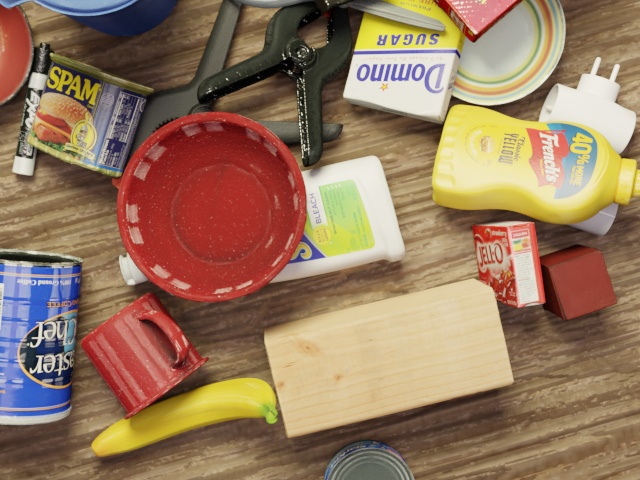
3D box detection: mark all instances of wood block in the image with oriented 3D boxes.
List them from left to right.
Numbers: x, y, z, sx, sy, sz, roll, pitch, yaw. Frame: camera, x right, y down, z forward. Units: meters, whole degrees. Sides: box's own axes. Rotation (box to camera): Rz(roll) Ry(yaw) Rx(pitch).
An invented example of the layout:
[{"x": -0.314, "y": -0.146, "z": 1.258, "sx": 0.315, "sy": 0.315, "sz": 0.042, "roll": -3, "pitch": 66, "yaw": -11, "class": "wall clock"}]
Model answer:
[{"x": 0.059, "y": 0.105, "z": 0.972, "sx": 0.206, "sy": 0.091, "sz": 0.090, "roll": -14, "pitch": 95, "yaw": -2, "class": "wood block"}]

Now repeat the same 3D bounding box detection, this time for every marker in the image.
[{"x": -0.261, "y": -0.120, "z": 0.973, "sx": 0.020, "sy": 0.020, "sz": 0.121, "roll": 11, "pitch": 94, "yaw": -4, "class": "marker"}]

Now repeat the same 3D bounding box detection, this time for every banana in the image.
[{"x": -0.116, "y": 0.157, "z": 0.972, "sx": 0.198, "sy": 0.069, "sz": 0.037, "roll": -17, "pitch": 94, "yaw": 24, "class": "banana"}]

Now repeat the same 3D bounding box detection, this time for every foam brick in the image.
[{"x": 0.232, "y": 0.037, "z": 0.983, "sx": 0.051, "sy": 0.078, "sz": 0.053, "roll": -18, "pitch": 95, "yaw": 0, "class": "foam brick"}]

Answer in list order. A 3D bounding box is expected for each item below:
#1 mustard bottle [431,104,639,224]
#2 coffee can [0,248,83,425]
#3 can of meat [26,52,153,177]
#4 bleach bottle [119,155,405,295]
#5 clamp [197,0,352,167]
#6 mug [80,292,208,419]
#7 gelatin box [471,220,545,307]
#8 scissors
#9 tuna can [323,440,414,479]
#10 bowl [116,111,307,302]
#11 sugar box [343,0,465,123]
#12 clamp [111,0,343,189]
[{"x": 0.201, "y": -0.063, "z": 0.950, "sx": 0.192, "sy": 0.058, "sz": 0.096, "roll": 11, "pitch": 61, "yaw": 13, "class": "mustard bottle"}, {"x": -0.268, "y": 0.083, "z": 0.947, "sx": 0.102, "sy": 0.103, "sz": 0.140, "roll": 5, "pitch": 94, "yaw": -4, "class": "coffee can"}, {"x": -0.205, "y": -0.110, "z": 0.942, "sx": 0.102, "sy": 0.057, "sz": 0.084, "roll": 24, "pitch": 98, "yaw": 35, "class": "can of meat"}, {"x": -0.056, "y": 0.001, "z": 0.973, "sx": 0.251, "sy": 0.068, "sz": 0.102, "roll": -16, "pitch": 93, "yaw": 0, "class": "bleach bottle"}, {"x": -0.015, "y": -0.149, "z": 0.945, "sx": 0.120, "sy": 0.039, "sz": 0.171, "roll": 41, "pitch": 69, "yaw": -7, "class": "clamp"}, {"x": -0.155, "y": 0.097, "z": 0.952, "sx": 0.093, "sy": 0.117, "sz": 0.081, "roll": -36, "pitch": 91, "yaw": -36, "class": "mug"}, {"x": 0.169, "y": 0.020, "z": 0.972, "sx": 0.030, "sy": 0.089, "sz": 0.073, "roll": -9, "pitch": 94, "yaw": -12, "class": "gelatin box"}, {"x": 0.013, "y": -0.234, "z": 0.952, "sx": 0.202, "sy": 0.016, "sz": 0.096, "roll": 6, "pitch": 62, "yaw": 2, "class": "scissors"}, {"x": 0.046, "y": 0.234, "z": 1.009, "sx": 0.086, "sy": 0.034, "sz": 0.086, "roll": 0, "pitch": 94, "yaw": -3, "class": "tuna can"}, {"x": -0.090, "y": -0.026, "z": 0.916, "sx": 0.162, "sy": 0.055, "sz": 0.162, "roll": 0, "pitch": 84, "yaw": 4, "class": "bowl"}, {"x": 0.087, "y": -0.202, "z": 0.964, "sx": 0.093, "sy": 0.048, "sz": 0.176, "roll": 14, "pitch": 91, "yaw": 13, "class": "sugar box"}, {"x": -0.106, "y": -0.120, "z": 0.973, "sx": 0.210, "sy": 0.036, "sz": 0.164, "roll": -29, "pitch": 94, "yaw": -4, "class": "clamp"}]
